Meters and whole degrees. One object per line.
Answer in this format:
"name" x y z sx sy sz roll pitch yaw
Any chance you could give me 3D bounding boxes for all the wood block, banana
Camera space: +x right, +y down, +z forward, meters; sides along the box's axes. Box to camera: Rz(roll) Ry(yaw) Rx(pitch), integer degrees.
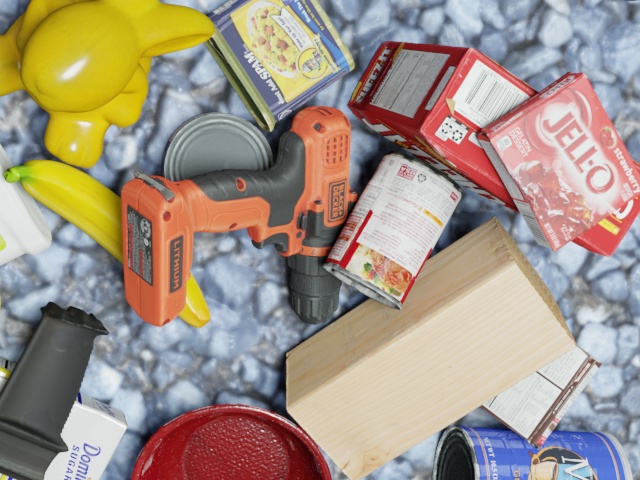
"wood block" 0.082 0.085 0.838 0.206 0.090 0.090 -35 112 14
"banana" -0.160 -0.004 0.813 0.037 0.069 0.197 -37 120 24

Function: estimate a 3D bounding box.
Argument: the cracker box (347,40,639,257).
"cracker box" 0.122 -0.074 0.787 0.164 0.214 0.072 31 94 -16

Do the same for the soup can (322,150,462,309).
"soup can" 0.055 -0.008 0.809 0.068 0.069 0.102 31 83 -16

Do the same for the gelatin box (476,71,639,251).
"gelatin box" 0.151 -0.050 0.669 0.073 0.030 0.089 -34 106 -3

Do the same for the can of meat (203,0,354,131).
"can of meat" -0.035 -0.149 0.820 0.084 0.057 0.102 -35 105 -6

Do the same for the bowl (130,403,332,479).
"bowl" -0.070 0.194 0.864 0.162 0.055 0.162 0 108 -1

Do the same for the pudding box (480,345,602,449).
"pudding box" 0.160 0.103 0.886 0.090 0.114 0.039 -54 148 2

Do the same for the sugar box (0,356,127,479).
"sugar box" -0.250 0.143 0.831 0.176 0.048 0.093 29 90 -19

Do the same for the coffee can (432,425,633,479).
"coffee can" 0.178 0.212 0.909 0.140 0.103 0.103 5 99 -13

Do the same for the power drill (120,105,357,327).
"power drill" -0.055 0.001 0.801 0.187 0.057 0.184 -19 122 -36

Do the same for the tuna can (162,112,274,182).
"tuna can" -0.081 -0.058 0.837 0.086 0.034 0.086 -2 100 -12
